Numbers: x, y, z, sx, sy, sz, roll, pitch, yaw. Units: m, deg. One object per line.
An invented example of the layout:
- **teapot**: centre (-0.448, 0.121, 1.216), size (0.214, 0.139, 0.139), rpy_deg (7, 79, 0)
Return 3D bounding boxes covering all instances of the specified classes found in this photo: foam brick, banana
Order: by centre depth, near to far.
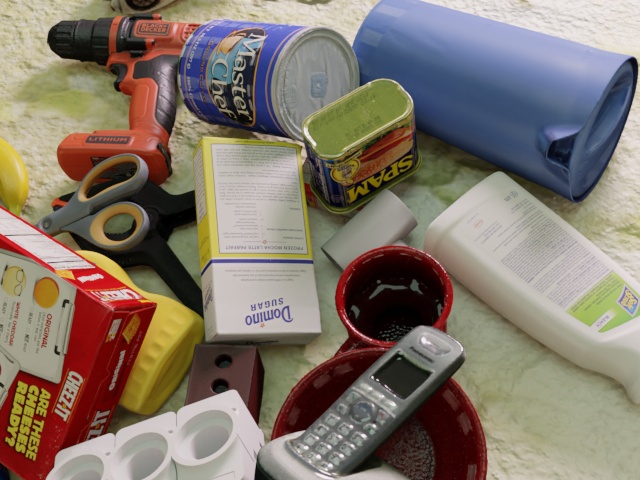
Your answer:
- **foam brick**: centre (-0.078, 0.128, 0.866), size (0.053, 0.051, 0.078), rpy_deg (1, 58, 8)
- **banana**: centre (-0.347, -0.083, 1.045), size (0.198, 0.037, 0.069), rpy_deg (32, 67, 24)

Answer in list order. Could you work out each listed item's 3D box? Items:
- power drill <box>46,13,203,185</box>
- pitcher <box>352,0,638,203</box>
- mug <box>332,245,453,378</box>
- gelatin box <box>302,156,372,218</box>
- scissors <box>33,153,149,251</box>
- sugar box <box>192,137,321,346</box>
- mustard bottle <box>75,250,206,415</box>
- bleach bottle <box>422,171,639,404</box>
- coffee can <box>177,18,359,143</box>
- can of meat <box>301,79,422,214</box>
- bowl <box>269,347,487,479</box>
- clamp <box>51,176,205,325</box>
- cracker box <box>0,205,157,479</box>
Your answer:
- **power drill**: centre (-0.199, -0.146, 1.051), size (0.184, 0.057, 0.187), rpy_deg (3, 59, 10)
- **pitcher**: centre (0.156, -0.140, 0.969), size (0.243, 0.149, 0.145), rpy_deg (25, 79, 25)
- **mug**: centre (0.054, 0.072, 0.866), size (0.093, 0.081, 0.117), rpy_deg (35, 68, 25)
- **gelatin box**: centre (0.025, -0.067, 0.988), size (0.073, 0.030, 0.089), rpy_deg (17, 62, 19)
- **scissors**: centre (-0.231, -0.002, 0.960), size (0.202, 0.016, 0.096), rpy_deg (-35, 64, 11)
- **sugar box**: centre (-0.056, 0.001, 0.910), size (0.093, 0.048, 0.176), rpy_deg (2, 72, -20)
- **mustard bottle**: centre (-0.197, 0.063, 0.918), size (0.192, 0.058, 0.096), rpy_deg (29, 85, 24)
- **bleach bottle**: centre (0.205, 0.054, 0.870), size (0.102, 0.068, 0.251), rpy_deg (-39, 63, -16)
- **coffee can**: centre (-0.049, -0.148, 0.978), size (0.141, 0.102, 0.102), rpy_deg (16, 59, 44)
- **can of meat**: centre (0.036, -0.083, 0.927), size (0.102, 0.084, 0.057), rpy_deg (-31, 59, -10)
- **bowl**: centre (0.044, 0.165, 0.811), size (0.162, 0.055, 0.162), rpy_deg (-1, 75, 4)
- **clamp**: centre (-0.144, -0.018, 0.975), size (0.210, 0.036, 0.164), rpy_deg (18, 64, 21)
- **cracker box**: centre (-0.255, 0.074, 0.870), size (0.214, 0.072, 0.164), rpy_deg (29, 104, 22)
